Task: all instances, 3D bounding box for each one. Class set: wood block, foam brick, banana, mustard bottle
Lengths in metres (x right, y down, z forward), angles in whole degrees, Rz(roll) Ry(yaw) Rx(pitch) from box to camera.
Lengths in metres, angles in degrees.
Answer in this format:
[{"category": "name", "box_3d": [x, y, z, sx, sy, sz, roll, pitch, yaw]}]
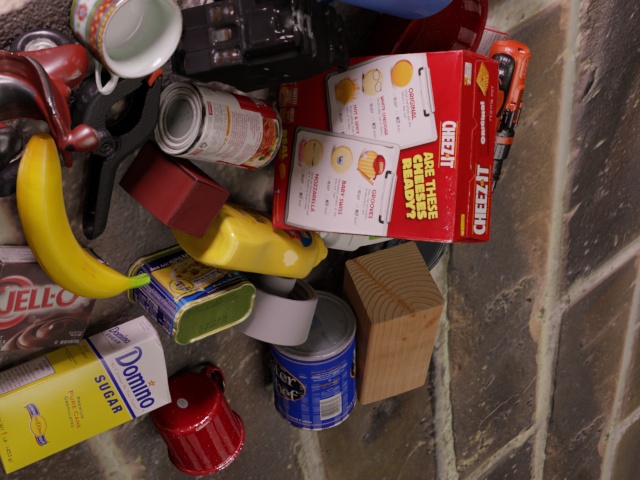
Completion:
[{"category": "wood block", "box_3d": [0.079, 0.104, 1.283, 0.090, 0.091, 0.206, -16, 148, -12]}, {"category": "foam brick", "box_3d": [-0.132, -0.046, 0.970, 0.051, 0.078, 0.052, -57, 145, 7]}, {"category": "banana", "box_3d": [-0.213, -0.006, 0.898, 0.069, 0.037, 0.197, -45, 141, -17]}, {"category": "mustard bottle", "box_3d": [-0.057, 0.001, 1.079, 0.191, 0.096, 0.058, 12, 108, -51]}]

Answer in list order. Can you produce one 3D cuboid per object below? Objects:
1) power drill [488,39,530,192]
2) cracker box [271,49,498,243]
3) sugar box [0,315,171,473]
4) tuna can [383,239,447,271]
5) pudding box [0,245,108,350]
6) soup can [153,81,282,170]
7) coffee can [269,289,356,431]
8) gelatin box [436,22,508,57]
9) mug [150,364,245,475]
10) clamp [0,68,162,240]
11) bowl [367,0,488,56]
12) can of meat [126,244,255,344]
[{"category": "power drill", "box_3d": [0.168, -0.120, 1.137, 0.187, 0.057, 0.184, -30, 132, -66]}, {"category": "cracker box", "box_3d": [0.055, -0.084, 0.982, 0.071, 0.214, 0.164, -1, 94, -49]}, {"category": "sugar box", "box_3d": [-0.236, 0.148, 1.037, 0.176, 0.048, 0.093, -21, 128, -22]}, {"category": "tuna can", "box_3d": [0.120, 0.007, 1.339, 0.086, 0.034, 0.086, -29, 140, -28]}, {"category": "pudding box", "box_3d": [-0.256, 0.051, 0.956, 0.113, 0.039, 0.090, -1, 121, -49]}, {"category": "soup can", "box_3d": [-0.094, -0.103, 0.969, 0.102, 0.069, 0.068, 6, 117, -50]}, {"category": "coffee can", "box_3d": [-0.008, 0.143, 1.262, 0.102, 0.103, 0.140, -31, 141, -26]}, {"category": "gelatin box", "box_3d": [0.161, -0.208, 1.189, 0.089, 0.030, 0.073, -1, 121, -48]}, {"category": "mug", "box_3d": [-0.134, 0.192, 1.192, 0.081, 0.093, 0.117, 71, 33, -46]}, {"category": "clamp", "box_3d": [-0.187, -0.078, 0.913, 0.171, 0.039, 0.120, -46, 146, 0]}, {"category": "bowl", "box_3d": [0.099, -0.203, 1.090, 0.162, 0.055, 0.162, -37, 152, -25]}, {"category": "can of meat", "box_3d": [-0.127, 0.050, 1.060, 0.101, 0.084, 0.057, -21, 136, -36]}]
